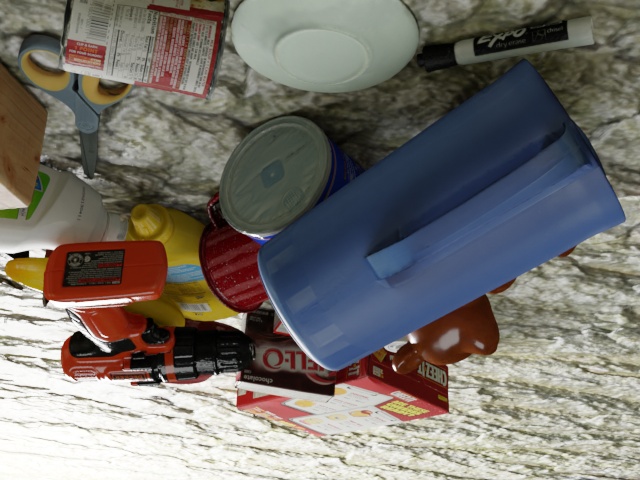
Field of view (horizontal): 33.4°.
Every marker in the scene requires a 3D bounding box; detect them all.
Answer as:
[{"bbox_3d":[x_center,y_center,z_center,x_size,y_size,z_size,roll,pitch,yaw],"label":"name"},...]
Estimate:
[{"bbox_3d":[0.125,-0.133,0.730,0.121,0.020,0.020,-7,152,20],"label":"marker"}]

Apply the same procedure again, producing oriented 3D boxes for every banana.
[{"bbox_3d":[-0.201,0.056,1.019,0.197,0.037,0.070,27,143,-33],"label":"banana"}]

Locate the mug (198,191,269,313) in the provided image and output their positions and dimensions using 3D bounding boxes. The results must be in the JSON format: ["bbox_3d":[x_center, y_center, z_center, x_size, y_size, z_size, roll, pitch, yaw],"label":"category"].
[{"bbox_3d":[-0.056,0.001,0.969,0.082,0.093,0.117,-23,108,34],"label":"mug"}]

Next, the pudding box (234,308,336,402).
[{"bbox_3d":[-0.037,0.130,1.211,0.113,0.090,0.039,9,154,-11],"label":"pudding box"}]

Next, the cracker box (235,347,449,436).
[{"bbox_3d":[0.027,0.180,1.327,0.214,0.072,0.164,-19,146,37],"label":"cracker box"}]

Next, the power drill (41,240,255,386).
[{"bbox_3d":[-0.158,0.072,0.954,0.184,0.057,0.187,-4,145,2],"label":"power drill"}]

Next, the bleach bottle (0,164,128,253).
[{"bbox_3d":[-0.287,-0.030,0.900,0.250,0.102,0.068,16,153,-24],"label":"bleach bottle"}]

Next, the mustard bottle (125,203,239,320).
[{"bbox_3d":[-0.138,0.017,1.028,0.096,0.058,0.191,2,155,16],"label":"mustard bottle"}]

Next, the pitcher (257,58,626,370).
[{"bbox_3d":[0.079,-0.010,0.748,0.243,0.145,0.149,-32,137,9],"label":"pitcher"}]

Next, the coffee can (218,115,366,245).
[{"bbox_3d":[-0.001,-0.024,0.875,0.103,0.103,0.140,-13,150,30],"label":"coffee can"}]

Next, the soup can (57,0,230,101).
[{"bbox_3d":[-0.116,-0.135,0.703,0.102,0.068,0.069,10,153,-12],"label":"soup can"}]

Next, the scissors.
[{"bbox_3d":[-0.200,-0.104,0.837,0.096,0.016,0.202,16,151,-21],"label":"scissors"}]
